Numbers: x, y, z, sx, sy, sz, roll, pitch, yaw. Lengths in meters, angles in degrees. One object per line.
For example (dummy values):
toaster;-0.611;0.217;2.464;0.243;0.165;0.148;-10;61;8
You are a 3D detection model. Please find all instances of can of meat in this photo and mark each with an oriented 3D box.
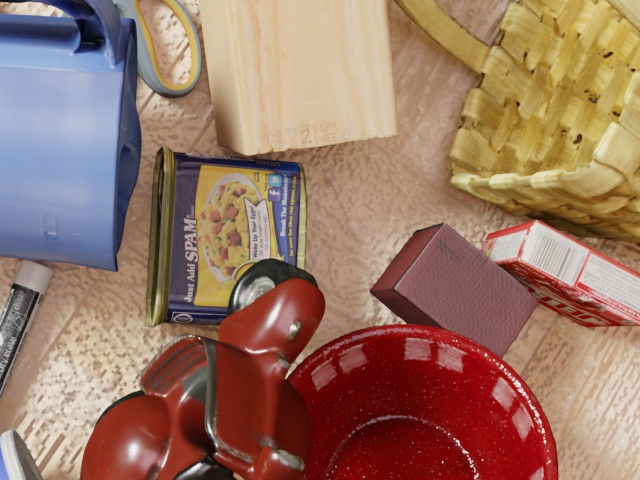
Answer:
can of meat;-0.054;0.001;0.612;0.083;0.057;0.102;4;85;-14

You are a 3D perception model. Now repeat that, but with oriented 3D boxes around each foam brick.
foam brick;0.080;0.034;0.640;0.078;0.051;0.053;40;77;-6

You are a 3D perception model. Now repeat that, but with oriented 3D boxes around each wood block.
wood block;-0.020;-0.157;0.593;0.090;0.091;0.206;-9;100;-13

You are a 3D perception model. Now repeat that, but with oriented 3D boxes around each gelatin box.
gelatin box;0.147;0.023;0.644;0.089;0.073;0.030;27;80;-9

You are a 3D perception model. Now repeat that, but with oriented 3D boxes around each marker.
marker;-0.181;0.069;0.598;0.020;0.020;0.121;21;81;-9

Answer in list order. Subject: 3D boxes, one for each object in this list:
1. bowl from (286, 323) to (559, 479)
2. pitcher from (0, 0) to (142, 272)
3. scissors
bowl;0.046;0.129;0.590;0.162;0.055;0.162;-1;59;1
pitcher;-0.213;-0.066;0.541;0.242;0.145;0.149;4;92;-8
scissors;-0.141;-0.167;0.630;0.096;0.016;0.202;-30;91;-13
